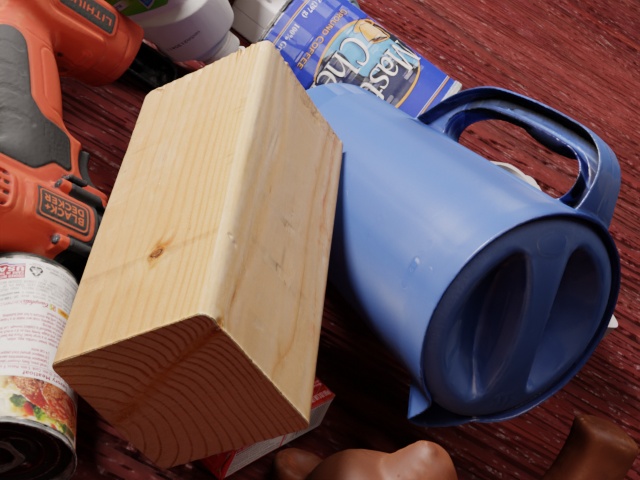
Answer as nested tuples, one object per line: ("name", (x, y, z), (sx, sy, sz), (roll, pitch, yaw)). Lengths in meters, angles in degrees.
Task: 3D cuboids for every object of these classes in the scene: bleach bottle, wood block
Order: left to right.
("bleach bottle", (-0.153, -0.199, 0.734), (0.250, 0.103, 0.068), (40, 53, -32))
("wood block", (-0.054, 0.000, 0.559), (0.090, 0.091, 0.206), (52, 30, -34))

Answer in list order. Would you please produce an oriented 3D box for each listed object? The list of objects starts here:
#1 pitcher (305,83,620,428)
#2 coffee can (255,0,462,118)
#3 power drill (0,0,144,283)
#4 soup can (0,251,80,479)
("pitcher", (0.062, -0.016, 0.655), (0.149, 0.145, 0.243), (-21, 37, -20))
("coffee can", (0.022, -0.119, 0.815), (0.140, 0.103, 0.102), (37, 37, 0))
("power drill", (-0.139, -0.055, 0.610), (0.184, 0.057, 0.187), (31, 42, -46))
("soup can", (-0.151, 0.064, 0.517), (0.068, 0.069, 0.102), (17, 42, -25))
